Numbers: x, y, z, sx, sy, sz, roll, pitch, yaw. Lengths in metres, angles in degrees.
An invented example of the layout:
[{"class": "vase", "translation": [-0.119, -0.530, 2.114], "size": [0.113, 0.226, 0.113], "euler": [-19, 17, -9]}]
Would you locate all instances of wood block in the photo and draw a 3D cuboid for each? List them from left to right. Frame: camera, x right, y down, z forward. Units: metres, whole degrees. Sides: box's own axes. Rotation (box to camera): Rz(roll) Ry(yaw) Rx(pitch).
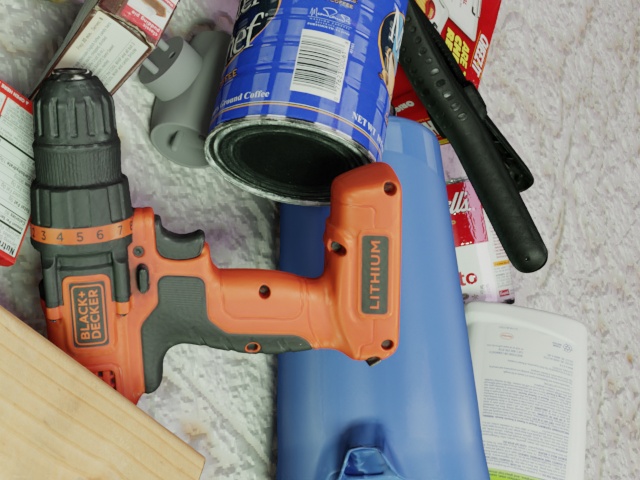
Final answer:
[{"class": "wood block", "translation": [-0.161, 0.087, 0.474], "size": [0.206, 0.091, 0.090], "euler": [44, 50, -33]}]

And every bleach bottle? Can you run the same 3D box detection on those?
[{"class": "bleach bottle", "translation": [0.125, 0.163, 0.723], "size": [0.068, 0.102, 0.250], "euler": [90, 12, -52]}]

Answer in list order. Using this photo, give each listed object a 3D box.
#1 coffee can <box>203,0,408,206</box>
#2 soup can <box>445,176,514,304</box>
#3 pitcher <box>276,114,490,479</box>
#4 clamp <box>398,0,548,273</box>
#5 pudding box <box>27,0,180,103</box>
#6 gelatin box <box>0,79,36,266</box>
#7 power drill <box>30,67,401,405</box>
[{"class": "coffee can", "translation": [-0.005, -0.105, 0.632], "size": [0.102, 0.103, 0.140], "euler": [32, 59, -41]}, {"class": "soup can", "translation": [0.110, 0.005, 0.834], "size": [0.068, 0.069, 0.102], "euler": [-6, 85, -50]}, {"class": "pitcher", "translation": [0.034, 0.050, 0.699], "size": [0.144, 0.149, 0.243], "euler": [9, 69, -33]}, {"class": "clamp", "translation": [0.099, -0.089, 0.745], "size": [0.210, 0.036, 0.164], "euler": [58, 17, -9]}, {"class": "pudding box", "translation": [-0.109, -0.117, 0.572], "size": [0.039, 0.114, 0.090], "euler": [31, 56, -18]}, {"class": "gelatin box", "translation": [-0.177, -0.039, 0.537], "size": [0.073, 0.030, 0.089], "euler": [38, 53, -39]}, {"class": "power drill", "translation": [-0.054, 0.001, 0.554], "size": [0.187, 0.057, 0.184], "euler": [-3, 107, -8]}]
